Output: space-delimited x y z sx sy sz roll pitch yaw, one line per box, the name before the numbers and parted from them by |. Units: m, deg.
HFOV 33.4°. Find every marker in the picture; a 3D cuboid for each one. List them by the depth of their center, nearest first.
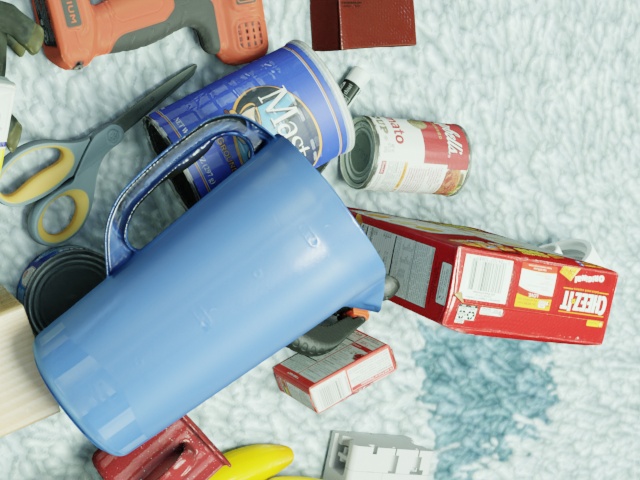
marker | 0.004 -0.103 0.951 0.020 0.020 0.121 39 80 -27

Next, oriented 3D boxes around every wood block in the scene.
wood block | -0.311 0.117 0.783 0.205 0.090 0.091 -22 108 -22

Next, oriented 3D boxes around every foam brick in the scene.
foam brick | 0.037 -0.194 0.935 0.078 0.051 0.053 -8 101 -27

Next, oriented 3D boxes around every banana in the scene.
banana | -0.110 0.236 0.941 0.197 0.037 0.069 -42 133 -14

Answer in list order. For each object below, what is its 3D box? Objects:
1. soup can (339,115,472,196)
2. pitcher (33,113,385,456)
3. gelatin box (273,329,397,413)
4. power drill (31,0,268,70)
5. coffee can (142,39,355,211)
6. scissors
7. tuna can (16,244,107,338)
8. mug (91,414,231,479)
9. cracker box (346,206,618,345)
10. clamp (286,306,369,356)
soup can | 0.077 -0.076 0.965 0.102 0.069 0.068 2 97 -28
pitcher | -0.088 0.035 0.773 0.243 0.149 0.145 -37 143 -4
gelatin box | 0.013 0.115 0.961 0.089 0.073 0.030 -26 110 -23
power drill | -0.134 -0.217 0.838 0.187 0.057 0.184 -17 106 -24
coffee can | -0.058 -0.086 0.862 0.140 0.103 0.103 -30 111 -13
scissors | -0.172 -0.065 0.866 0.201 0.016 0.096 -29 123 -30
tuna can | -0.200 0.047 0.861 0.086 0.034 0.086 -5 101 -27
mug | -0.131 0.182 0.876 0.081 0.117 0.093 -43 105 -10
cracker box | 0.120 0.028 0.922 0.164 0.214 0.072 8 96 -28
clamp | -0.035 0.052 0.937 0.171 0.039 0.120 -1 75 -39
